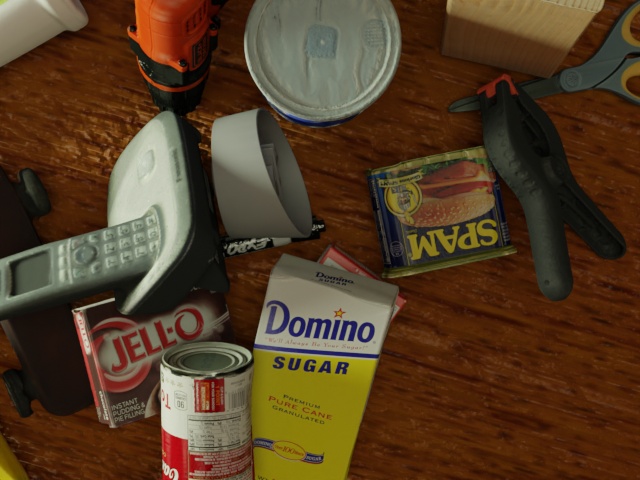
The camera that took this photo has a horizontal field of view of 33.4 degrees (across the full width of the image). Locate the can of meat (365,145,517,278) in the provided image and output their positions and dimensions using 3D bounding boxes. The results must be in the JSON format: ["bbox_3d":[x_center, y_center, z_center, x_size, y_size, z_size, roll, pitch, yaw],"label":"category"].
[{"bbox_3d":[0.090,-0.022,0.810,0.102,0.057,0.084,-11,91,-7],"label":"can of meat"}]

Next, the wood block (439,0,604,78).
[{"bbox_3d":[0.137,-0.179,0.720,0.091,0.206,0.090,15,89,5],"label":"wood block"}]

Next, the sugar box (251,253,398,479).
[{"bbox_3d":[-0.008,0.106,0.797,0.093,0.048,0.176,15,113,6],"label":"sugar box"}]

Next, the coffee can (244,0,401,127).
[{"bbox_3d":[0.000,-0.134,0.761,0.103,0.140,0.103,0,94,-1],"label":"coffee can"}]

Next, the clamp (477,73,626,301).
[{"bbox_3d":[0.173,-0.043,0.803,0.039,0.120,0.171,-24,82,35],"label":"clamp"}]

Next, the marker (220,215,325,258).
[{"bbox_3d":[-0.055,0.001,0.830,0.121,0.020,0.020,-12,94,0],"label":"marker"}]

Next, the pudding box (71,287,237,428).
[{"bbox_3d":[-0.121,0.080,0.804,0.113,0.039,0.090,-16,96,-29],"label":"pudding box"}]

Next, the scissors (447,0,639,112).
[{"bbox_3d":[0.201,-0.143,0.825,0.201,0.016,0.096,2,92,-1],"label":"scissors"}]

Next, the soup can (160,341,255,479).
[{"bbox_3d":[-0.080,0.131,0.766,0.068,0.068,0.102,1,104,-1],"label":"soup can"}]

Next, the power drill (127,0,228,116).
[{"bbox_3d":[-0.063,-0.185,0.761,0.057,0.184,0.187,34,73,3],"label":"power drill"}]
